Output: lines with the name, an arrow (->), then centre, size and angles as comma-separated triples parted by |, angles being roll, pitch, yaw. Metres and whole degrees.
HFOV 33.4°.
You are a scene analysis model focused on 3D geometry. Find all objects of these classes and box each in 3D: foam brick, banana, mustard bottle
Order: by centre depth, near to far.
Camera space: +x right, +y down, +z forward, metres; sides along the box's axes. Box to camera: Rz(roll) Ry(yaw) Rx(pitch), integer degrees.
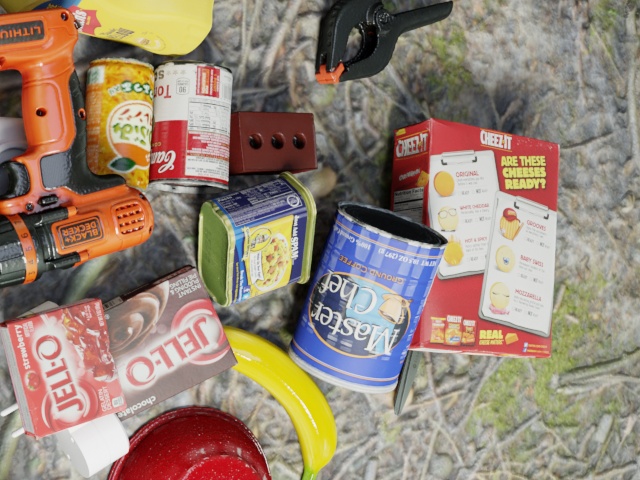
mustard bottle -> -0.186, -0.192, 0.832 | 0.191, 0.096, 0.058 | 9, 84, -32
foam brick -> -0.050, -0.085, 0.941 | 0.078, 0.051, 0.053 | -4, 90, -32
banana -> -0.039, 0.135, 0.948 | 0.069, 0.037, 0.197 | -45, 111, -26

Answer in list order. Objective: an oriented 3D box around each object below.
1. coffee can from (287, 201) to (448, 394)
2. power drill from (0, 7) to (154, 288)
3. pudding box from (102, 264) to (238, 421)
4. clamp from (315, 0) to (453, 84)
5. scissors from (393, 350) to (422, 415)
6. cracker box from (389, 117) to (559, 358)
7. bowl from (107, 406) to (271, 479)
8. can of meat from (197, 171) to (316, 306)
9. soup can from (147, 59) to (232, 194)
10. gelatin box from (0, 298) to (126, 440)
coffee can -> 0.041, 0.049, 0.936 | 0.102, 0.103, 0.140 | 11, 105, -32
power drill -> -0.221, -0.063, 0.758 | 0.184, 0.057, 0.187 | -18, 101, -36
pudding box -> -0.136, 0.083, 0.871 | 0.113, 0.039, 0.090 | -25, 102, -11
clamp -> 0.048, -0.222, 1.017 | 0.171, 0.039, 0.120 | -46, 110, -25
scissors -> 0.092, 0.061, 1.047 | 0.096, 0.016, 0.201 | 41, 67, -22
cracker box -> 0.147, 0.003, 1.032 | 0.163, 0.072, 0.214 | 7, 82, -31
bowl -> -0.098, 0.223, 0.897 | 0.161, 0.055, 0.162 | 2, 87, -33
can of meat -> -0.056, 0.001, 0.912 | 0.083, 0.057, 0.102 | -20, 135, -29
soup can -> -0.108, -0.094, 0.895 | 0.068, 0.069, 0.102 | 5, 85, -32
gelatin box -> -0.191, 0.094, 0.793 | 0.073, 0.030, 0.089 | -15, 95, -32
